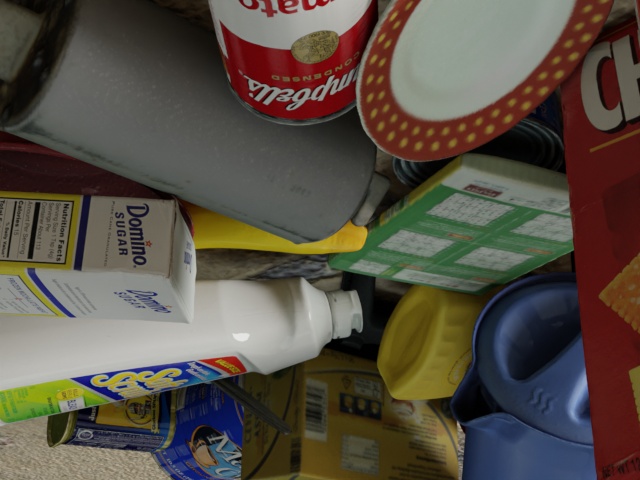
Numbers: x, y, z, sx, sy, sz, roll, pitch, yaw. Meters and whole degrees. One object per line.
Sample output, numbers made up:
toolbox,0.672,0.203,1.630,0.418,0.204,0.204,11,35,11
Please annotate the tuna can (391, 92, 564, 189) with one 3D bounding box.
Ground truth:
tuna can,0.079,-0.055,0.542,0.086,0.034,0.086,0,154,0

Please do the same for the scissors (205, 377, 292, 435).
scissors,-0.075,0.086,0.746,0.202,0.016,0.096,26,-173,30

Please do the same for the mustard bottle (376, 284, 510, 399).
mustard bottle,0.141,0.071,0.754,0.191,0.058,0.096,4,128,-28

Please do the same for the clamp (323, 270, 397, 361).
clamp,0.019,0.058,0.776,0.165,0.036,0.209,-24,146,35

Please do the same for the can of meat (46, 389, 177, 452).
can of meat,-0.156,0.108,0.808,0.083,0.102,0.058,11,154,-27

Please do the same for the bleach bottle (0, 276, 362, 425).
bleach bottle,-0.097,0.058,0.650,0.250,0.068,0.103,-8,156,-11

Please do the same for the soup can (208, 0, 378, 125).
soup can,-0.011,-0.100,0.411,0.068,0.068,0.102,-1,154,3

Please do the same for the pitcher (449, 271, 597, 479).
pitcher,0.164,0.145,0.700,0.149,0.144,0.243,16,137,16

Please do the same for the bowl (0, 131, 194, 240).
bowl,-0.146,-0.033,0.566,0.162,0.055,0.162,1,155,0

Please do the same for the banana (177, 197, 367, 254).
banana,-0.068,-0.006,0.628,0.198,0.037,0.069,-9,151,37

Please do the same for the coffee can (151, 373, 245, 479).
coffee can,-0.063,0.140,0.869,0.102,0.103,0.141,20,148,-35

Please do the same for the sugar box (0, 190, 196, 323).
sugar box,-0.152,0.008,0.523,0.176,0.048,0.093,1,163,-1
